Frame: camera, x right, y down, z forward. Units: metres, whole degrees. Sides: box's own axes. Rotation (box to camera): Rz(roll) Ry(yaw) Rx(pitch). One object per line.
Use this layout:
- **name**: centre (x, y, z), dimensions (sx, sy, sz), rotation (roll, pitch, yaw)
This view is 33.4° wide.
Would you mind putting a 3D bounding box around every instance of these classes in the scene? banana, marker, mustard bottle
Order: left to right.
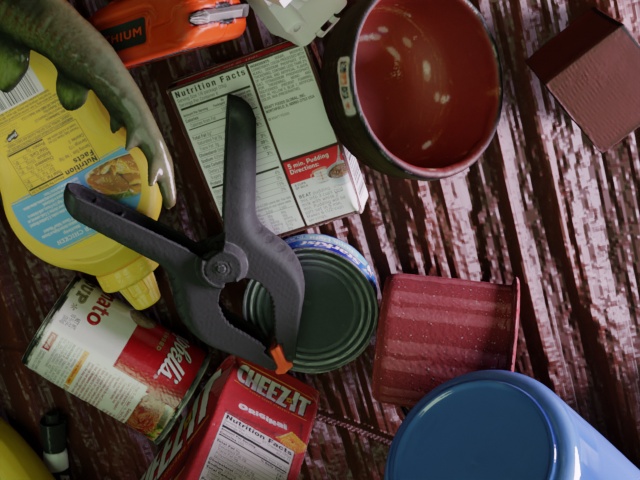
- **banana**: centre (-0.212, 0.164, 0.712), dimensions (0.037, 0.069, 0.198), rotation (-50, 65, 27)
- **marker**: centre (-0.185, 0.175, 0.754), dimensions (0.020, 0.020, 0.121), rotation (2, 109, 3)
- **mustard bottle**: centre (-0.152, -0.041, 0.653), dimensions (0.096, 0.058, 0.191), rotation (-27, 106, 2)

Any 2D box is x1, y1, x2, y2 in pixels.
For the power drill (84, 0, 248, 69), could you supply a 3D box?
- **power drill**: centre (-0.123, -0.184, 0.566), dimensions (0.185, 0.057, 0.187), rotation (-6, 104, 36)

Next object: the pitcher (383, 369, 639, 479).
- **pitcher**: centre (0.144, 0.174, 0.608), dimensions (0.149, 0.145, 0.242), rotation (-17, 141, 27)

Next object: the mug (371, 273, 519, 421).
- **mug**: centre (0.076, 0.074, 0.665), dimensions (0.081, 0.093, 0.117), rotation (7, 121, 7)

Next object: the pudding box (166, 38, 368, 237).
- **pudding box**: centre (-0.031, -0.059, 0.649), dimensions (0.090, 0.039, 0.113), rotation (-17, 106, 12)

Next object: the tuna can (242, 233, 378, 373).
- **tuna can**: centre (-0.006, 0.039, 0.684), dimensions (0.086, 0.033, 0.086), rotation (1, 110, 4)

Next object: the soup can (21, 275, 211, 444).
- **soup can**: centre (-0.131, 0.077, 0.689), dimensions (0.102, 0.068, 0.069), rotation (32, 109, -7)

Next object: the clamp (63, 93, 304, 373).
- **clamp**: centre (-0.054, 0.001, 0.631), dimensions (0.120, 0.039, 0.171), rotation (-34, 113, 13)

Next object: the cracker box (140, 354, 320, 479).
- **cracker box**: centre (-0.086, 0.188, 0.633), dimensions (0.072, 0.213, 0.164), rotation (32, 121, -8)
